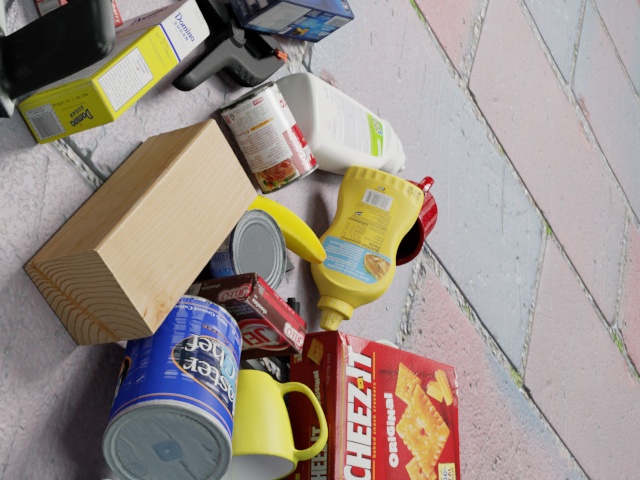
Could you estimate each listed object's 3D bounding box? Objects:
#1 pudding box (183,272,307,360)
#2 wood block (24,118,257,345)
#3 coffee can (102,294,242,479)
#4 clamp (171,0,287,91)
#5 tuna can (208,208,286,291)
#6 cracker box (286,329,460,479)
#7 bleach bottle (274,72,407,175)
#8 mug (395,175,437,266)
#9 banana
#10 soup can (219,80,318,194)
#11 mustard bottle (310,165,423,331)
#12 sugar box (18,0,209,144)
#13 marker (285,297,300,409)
[{"bbox_3d":[-0.082,0.075,1.000,0.090,0.114,0.039,49,47,-37],"label":"pudding box"},{"bbox_3d":[-0.151,-0.010,0.943,0.091,0.090,0.205,61,38,-25],"label":"wood block"},{"bbox_3d":[-0.121,0.128,0.897,0.102,0.103,0.140,57,18,-30],"label":"coffee can"},{"bbox_3d":[-0.101,-0.205,1.117,0.209,0.036,0.164,23,54,-55],"label":"clamp"},{"bbox_3d":[-0.071,0.013,1.028,0.086,0.034,0.086,12,75,-55],"label":"tuna can"},{"bbox_3d":[0.061,0.194,1.100,0.213,0.072,0.164,22,62,-46],"label":"cracker box"},{"bbox_3d":[0.034,-0.117,1.279,0.250,0.068,0.102,20,65,-55],"label":"bleach bottle"},{"bbox_3d":[0.102,-0.034,1.315,0.093,0.117,0.081,37,32,6],"label":"mug"},{"bbox_3d":[-0.063,-0.016,1.119,0.197,0.037,0.069,12,61,-54],"label":"banana"},{"bbox_3d":[-0.055,-0.109,1.127,0.102,0.069,0.068,62,36,-12],"label":"soup can"},{"bbox_3d":[0.042,0.015,1.216,0.058,0.096,0.191,92,20,-72],"label":"mustard bottle"},{"bbox_3d":[-0.178,-0.152,0.942,0.176,0.093,0.048,-52,124,-49],"label":"sugar box"},{"bbox_3d":[-0.029,0.121,1.152,0.020,0.020,0.121,15,68,-54],"label":"marker"}]
